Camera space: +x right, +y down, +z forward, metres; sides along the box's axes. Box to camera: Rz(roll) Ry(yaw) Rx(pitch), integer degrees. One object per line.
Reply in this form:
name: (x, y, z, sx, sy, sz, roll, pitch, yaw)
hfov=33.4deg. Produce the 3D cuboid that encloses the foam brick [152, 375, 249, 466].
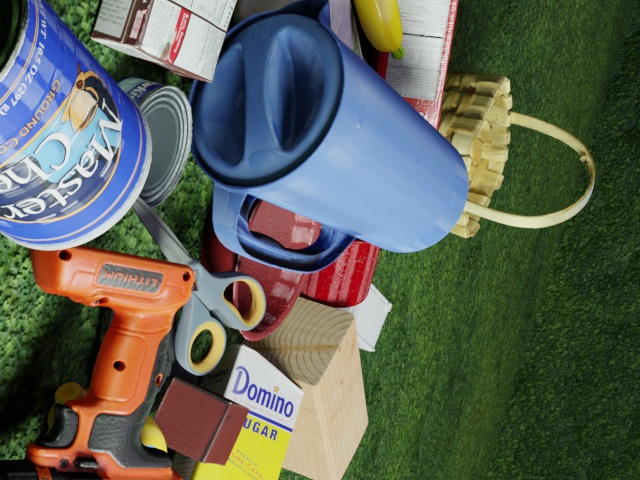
foam brick: (-0.095, 0.144, 0.845, 0.078, 0.051, 0.053, 62, 51, -74)

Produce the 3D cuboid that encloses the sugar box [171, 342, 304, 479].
sugar box: (-0.077, 0.186, 0.929, 0.093, 0.048, 0.176, 44, 51, -34)

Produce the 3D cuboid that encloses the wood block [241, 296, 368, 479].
wood block: (-0.014, 0.156, 1.097, 0.090, 0.091, 0.206, -59, 156, -32)

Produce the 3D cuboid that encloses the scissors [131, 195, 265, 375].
scissors: (-0.101, 0.041, 0.772, 0.096, 0.016, 0.201, -60, 148, -3)

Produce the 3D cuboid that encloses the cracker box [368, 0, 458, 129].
cracker box: (0.090, -0.232, 1.021, 0.164, 0.072, 0.214, -85, -179, -65)

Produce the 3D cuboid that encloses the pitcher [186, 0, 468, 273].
pitcher: (0.015, -0.060, 0.822, 0.242, 0.149, 0.145, 26, 38, -54)

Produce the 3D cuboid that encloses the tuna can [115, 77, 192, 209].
tuna can: (-0.122, -0.066, 0.717, 0.086, 0.034, 0.086, -52, 151, -45)

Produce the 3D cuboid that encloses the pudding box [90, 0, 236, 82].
pudding box: (-0.096, -0.160, 0.704, 0.113, 0.039, 0.090, 7, 101, -72)

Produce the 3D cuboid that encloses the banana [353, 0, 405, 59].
banana: (0.036, -0.242, 0.898, 0.069, 0.037, 0.198, -93, 170, -73)

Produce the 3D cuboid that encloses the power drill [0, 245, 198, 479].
power drill: (-0.157, 0.096, 0.665, 0.184, 0.057, 0.187, 11, 90, -39)

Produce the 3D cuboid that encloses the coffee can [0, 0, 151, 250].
coffee can: (-0.157, -0.067, 0.525, 0.102, 0.103, 0.140, -68, 159, -14)

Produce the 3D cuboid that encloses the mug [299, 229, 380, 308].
mug: (0.006, 0.015, 1.059, 0.117, 0.093, 0.081, -8, 123, -34)

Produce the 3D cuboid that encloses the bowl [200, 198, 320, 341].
bowl: (-0.056, 0.001, 0.913, 0.161, 0.055, 0.162, -51, 151, -45)
